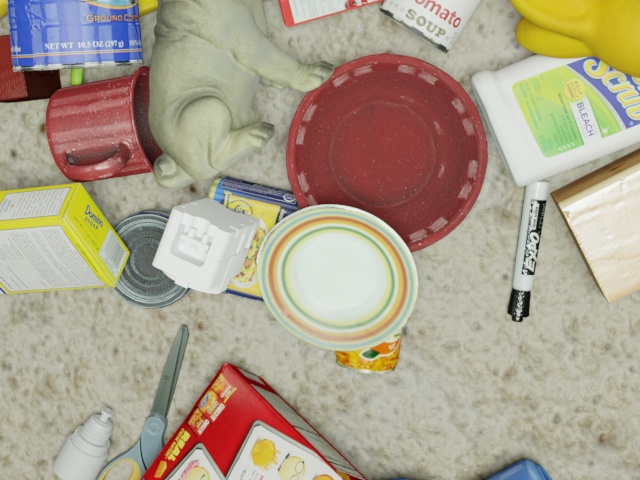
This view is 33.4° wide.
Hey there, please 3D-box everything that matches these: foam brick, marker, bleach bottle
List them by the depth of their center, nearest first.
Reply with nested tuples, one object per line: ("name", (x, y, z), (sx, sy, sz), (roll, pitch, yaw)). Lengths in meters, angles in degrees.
("bleach bottle", (0.253, -0.134, 0.843), (0.251, 0.068, 0.102), (-23, 94, 8))
("marker", (0.173, 0.009, 0.895), (0.020, 0.020, 0.121), (8, 100, 6))
("foam brick", (-0.259, -0.144, 0.899), (0.051, 0.078, 0.053), (-5, 98, 10))

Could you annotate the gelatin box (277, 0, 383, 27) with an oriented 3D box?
("gelatin box", (0.005, -0.219, 0.854), (0.089, 0.030, 0.073), (-16, 133, 0))

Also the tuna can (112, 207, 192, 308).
("tuna can", (-0.145, 0.016, 0.930), (0.086, 0.033, 0.086), (1, 99, 7))

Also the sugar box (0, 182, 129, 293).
("sugar box", (-0.260, 0.002, 0.898), (0.176, 0.048, 0.093), (-2, 139, 23))

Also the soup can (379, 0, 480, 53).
("soup can", (0.100, -0.209, 0.847), (0.068, 0.068, 0.102), (33, 102, 2))

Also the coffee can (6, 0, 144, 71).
("coffee can", (-0.194, -0.205, 0.829), (0.103, 0.102, 0.140), (-1, 100, 8))

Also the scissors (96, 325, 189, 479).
("scissors", (-0.136, 0.183, 0.964), (0.096, 0.016, 0.202), (33, 101, 0))

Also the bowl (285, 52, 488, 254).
("bowl", (0.053, -0.070, 0.875), (0.162, 0.055, 0.162), (0, 95, 0))

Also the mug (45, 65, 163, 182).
("mug", (-0.176, -0.086, 0.882), (0.081, 0.117, 0.093), (-8, 128, 13))

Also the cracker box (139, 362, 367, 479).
("cracker box", (-0.047, 0.229, 0.871), (0.214, 0.072, 0.164), (38, 94, 37))

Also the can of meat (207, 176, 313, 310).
("can of meat", (-0.056, 0.001, 0.905), (0.084, 0.057, 0.102), (13, 99, 8))
